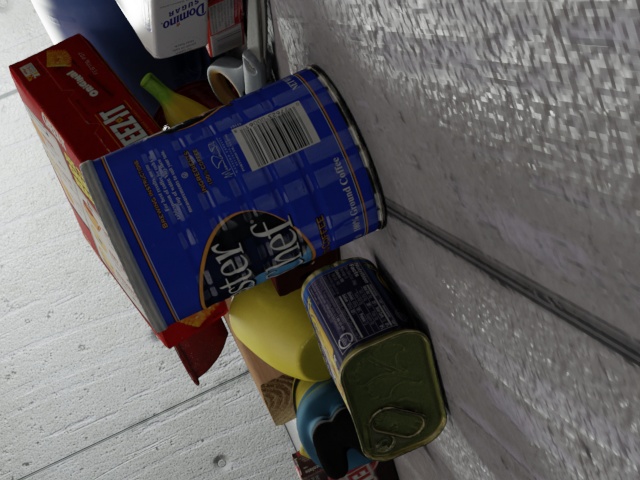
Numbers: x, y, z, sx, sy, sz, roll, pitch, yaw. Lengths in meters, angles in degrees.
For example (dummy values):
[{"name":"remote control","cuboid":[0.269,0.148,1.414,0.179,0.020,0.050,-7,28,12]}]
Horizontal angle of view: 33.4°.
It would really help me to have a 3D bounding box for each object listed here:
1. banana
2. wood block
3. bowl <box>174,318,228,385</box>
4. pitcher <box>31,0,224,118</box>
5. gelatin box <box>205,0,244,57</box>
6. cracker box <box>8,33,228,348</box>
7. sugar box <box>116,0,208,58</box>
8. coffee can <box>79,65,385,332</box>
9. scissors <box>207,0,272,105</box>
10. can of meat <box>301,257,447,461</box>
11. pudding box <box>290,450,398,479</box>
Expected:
[{"name":"banana","cuboid":[-0.052,-0.059,0.740,0.198,0.037,0.069,29,178,38]},{"name":"wood block","cuboid":[-0.052,0.071,1.088,0.206,0.090,0.090,59,170,36]},{"name":"bowl","cuboid":[-0.141,0.069,1.126,0.162,0.055,0.162,63,174,12]},{"name":"pitcher","cuboid":[-0.159,-0.175,0.921,0.243,0.145,0.149,78,175,-56]},{"name":"gelatin box","cuboid":[-0.079,-0.179,0.735,0.089,0.030,0.073,101,145,-76]},{"name":"cracker box","cuboid":[-0.157,-0.036,0.863,0.164,0.072,0.214,48,160,33]},{"name":"sugar box","cuboid":[-0.104,-0.202,0.639,0.093,0.048,0.176,57,155,28]},{"name":"coffee can","cuboid":[-0.049,-0.024,0.597,0.103,0.140,0.103,156,90,-82]},{"name":"scissors","cuboid":[-0.054,-0.126,0.717,0.096,0.016,0.202,41,160,28]},{"name":"can of meat","cuboid":[0.032,0.072,0.666,0.084,0.057,0.102,-120,10,-50]},{"name":"pudding box","cuboid":[0.027,0.233,1.055,0.113,0.090,0.039,73,171,-48]}]
